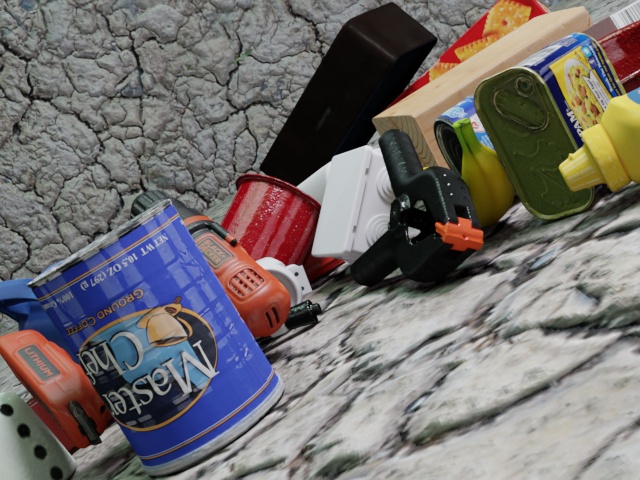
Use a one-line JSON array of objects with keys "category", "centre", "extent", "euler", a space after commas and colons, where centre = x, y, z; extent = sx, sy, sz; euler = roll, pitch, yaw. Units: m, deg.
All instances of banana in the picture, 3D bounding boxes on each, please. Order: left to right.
[{"category": "banana", "centre": [0.107, -0.040, 0.783], "extent": [0.037, 0.069, 0.198], "euler": [-22, -5, -7]}]

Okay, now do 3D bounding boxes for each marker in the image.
[{"category": "marker", "centre": [-0.055, 0.072, 0.814], "extent": [0.121, 0.020, 0.020], "euler": [-22, 9, 12]}]

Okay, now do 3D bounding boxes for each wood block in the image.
[{"category": "wood block", "centre": [0.167, -0.129, 1.007], "extent": [0.206, 0.091, 0.090], "euler": [-33, 15, -16]}]

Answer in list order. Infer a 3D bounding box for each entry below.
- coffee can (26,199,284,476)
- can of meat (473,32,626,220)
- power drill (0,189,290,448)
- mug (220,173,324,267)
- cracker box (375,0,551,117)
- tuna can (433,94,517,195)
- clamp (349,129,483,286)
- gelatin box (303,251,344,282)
[{"category": "coffee can", "centre": [-0.101, 0.060, 0.668], "extent": [0.103, 0.140, 0.103], "euler": [-30, 7, 4]}, {"category": "can of meat", "centre": [0.160, -0.078, 0.701], "extent": [0.083, 0.102, 0.058], "euler": [-34, 9, -39]}, {"category": "power drill", "centre": [-0.140, 0.050, 0.789], "extent": [0.187, 0.057, 0.185], "euler": [-38, 46, -18]}, {"category": "mug", "centre": [-0.056, 0.001, 0.941], "extent": [0.117, 0.093, 0.081], "euler": [-4, 55, 52]}, {"category": "cracker box", "centre": [0.174, -0.189, 1.215], "extent": [0.214, 0.072, 0.164], "euler": [-42, -7, 19]}, {"category": "tuna can", "centre": [0.124, -0.067, 0.824], "extent": [0.033, 0.086, 0.086], "euler": [-34, 8, -8]}, {"category": "clamp", "centre": [0.067, -0.025, 0.747], "extent": [0.039, 0.120, 0.172], "euler": [5, -1, -21]}, {"category": "gelatin box", "centre": [-0.018, 0.021, 1.012], "extent": [0.073, 0.030, 0.089], "euler": [-31, 7, -3]}]
